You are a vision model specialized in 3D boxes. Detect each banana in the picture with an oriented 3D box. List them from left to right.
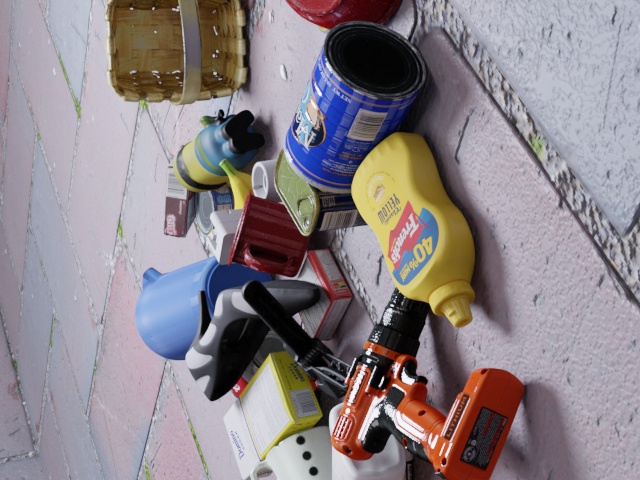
[{"bbox_3d":[-0.111,-0.037,1.424,0.070,0.037,0.198,41,148,14],"label":"banana"}]

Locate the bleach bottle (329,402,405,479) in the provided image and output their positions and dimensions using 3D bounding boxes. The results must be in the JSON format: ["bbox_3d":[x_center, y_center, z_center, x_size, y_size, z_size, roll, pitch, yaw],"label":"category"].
[{"bbox_3d":[0.043,0.287,1.151,0.102,0.068,0.251,-108,15,-44],"label":"bleach bottle"}]

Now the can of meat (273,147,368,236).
[{"bbox_3d":[0.009,-0.055,1.133,0.102,0.083,0.057,59,146,41],"label":"can of meat"}]

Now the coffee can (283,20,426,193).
[{"bbox_3d":[0.031,-0.129,1.048,0.103,0.102,0.140,68,151,30],"label":"coffee can"}]

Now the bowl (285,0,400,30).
[{"bbox_3d":[0.004,-0.272,1.044,0.162,0.055,0.162,22,128,30],"label":"bowl"}]

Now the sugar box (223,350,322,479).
[{"bbox_3d":[-0.062,0.217,1.314,0.176,0.048,0.093,-57,47,49],"label":"sugar box"}]

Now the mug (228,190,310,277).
[{"bbox_3d":[-0.058,0.002,1.251,0.117,0.081,0.093,-86,14,-61],"label":"mug"}]

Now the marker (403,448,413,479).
[{"bbox_3d":[0.090,0.272,1.122,0.020,0.020,0.121,16,110,63],"label":"marker"}]

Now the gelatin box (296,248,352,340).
[{"bbox_3d":[0.000,0.065,1.246,0.073,0.030,0.089,64,148,33],"label":"gelatin box"}]

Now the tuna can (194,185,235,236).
[{"bbox_3d":[-0.152,-0.049,1.532,0.086,0.033,0.086,26,120,61],"label":"tuna can"}]

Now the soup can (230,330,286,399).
[{"bbox_3d":[-0.075,0.163,1.384,0.102,0.068,0.068,-57,46,53],"label":"soup can"}]

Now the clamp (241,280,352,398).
[{"bbox_3d":[-0.015,0.121,1.174,0.165,0.036,0.210,42,170,14],"label":"clamp"}]

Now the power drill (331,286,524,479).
[{"bbox_3d":[0.099,0.134,0.984,0.188,0.057,0.184,14,81,57],"label":"power drill"}]

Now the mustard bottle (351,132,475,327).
[{"bbox_3d":[0.095,-0.002,0.996,0.096,0.058,0.192,-52,50,39],"label":"mustard bottle"}]

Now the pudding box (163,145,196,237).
[{"bbox_3d":[-0.203,-0.073,1.585,0.090,0.039,0.113,-77,-3,-63],"label":"pudding box"}]

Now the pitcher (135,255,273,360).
[{"bbox_3d":[-0.151,0.096,1.479,0.243,0.149,0.145,-23,60,60],"label":"pitcher"}]
